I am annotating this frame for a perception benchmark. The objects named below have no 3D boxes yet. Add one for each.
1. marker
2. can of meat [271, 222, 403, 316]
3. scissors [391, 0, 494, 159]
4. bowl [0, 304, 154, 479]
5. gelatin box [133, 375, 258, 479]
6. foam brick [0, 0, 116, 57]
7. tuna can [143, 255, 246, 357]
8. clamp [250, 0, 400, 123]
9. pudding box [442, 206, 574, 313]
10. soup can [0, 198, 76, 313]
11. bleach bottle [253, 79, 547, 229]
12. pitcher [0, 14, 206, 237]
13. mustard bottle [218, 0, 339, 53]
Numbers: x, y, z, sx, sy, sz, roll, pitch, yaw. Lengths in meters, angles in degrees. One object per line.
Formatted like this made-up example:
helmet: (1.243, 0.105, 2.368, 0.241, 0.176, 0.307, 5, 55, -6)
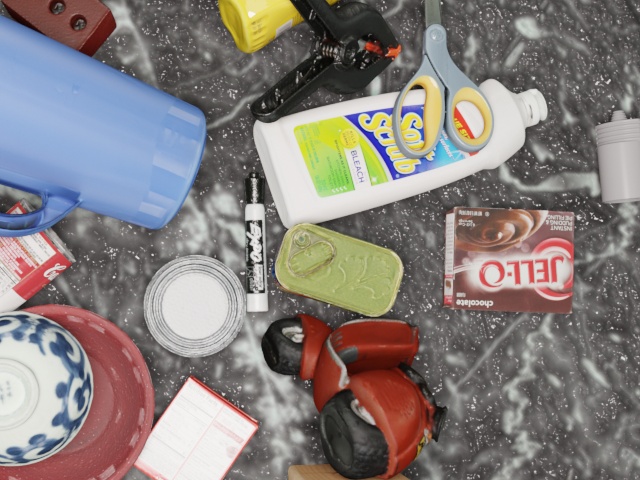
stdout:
marker: (-0.056, 0.001, 0.926, 0.020, 0.020, 0.121, -1, 86, -7)
can of meat: (0.010, 0.026, 0.899, 0.102, 0.084, 0.057, 18, 84, -6)
scissors: (0.114, -0.160, 0.907, 0.096, 0.016, 0.201, 16, 78, -9)
bowl: (-0.217, 0.134, 0.878, 0.162, 0.055, 0.162, 1, 86, -7)
gelatin box: (-0.106, 0.170, 0.902, 0.073, 0.030, 0.089, 35, 82, -2)
foam brick: (-0.220, -0.192, 0.903, 0.078, 0.051, 0.053, 37, 83, -3)
tuna can: (-0.107, 0.056, 0.908, 0.086, 0.034, 0.086, 1, 86, -7)
clamp: (0.005, -0.151, 0.889, 0.039, 0.171, 0.120, 34, 109, 33)
pudding box: (0.166, 0.018, 0.941, 0.113, 0.039, 0.090, 2, 86, -7)
soup can: (-0.262, 0.023, 0.874, 0.102, 0.068, 0.068, -40, 91, -8)
bleach bottle: (0.075, -0.091, 0.928, 0.250, 0.068, 0.102, -18, 87, -10)
pitcher: (-0.221, -0.086, 0.836, 0.242, 0.145, 0.149, 21, 112, -20)
mustard bottle: (0.007, -0.230, 0.911, 0.191, 0.096, 0.058, -30, 88, -8)
